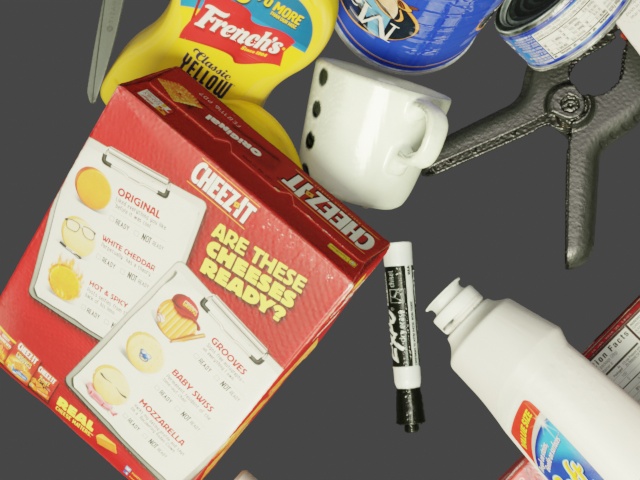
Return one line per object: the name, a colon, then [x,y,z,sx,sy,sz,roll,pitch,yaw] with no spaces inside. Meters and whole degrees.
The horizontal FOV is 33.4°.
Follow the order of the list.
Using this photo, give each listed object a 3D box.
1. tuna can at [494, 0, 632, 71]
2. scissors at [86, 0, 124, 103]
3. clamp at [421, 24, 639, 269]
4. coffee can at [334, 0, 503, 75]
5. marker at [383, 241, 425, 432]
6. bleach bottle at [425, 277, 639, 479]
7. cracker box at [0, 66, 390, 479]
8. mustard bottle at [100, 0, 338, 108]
tuna can: [0.145,-0.145,0.634,0.033,0.086,0.086,39,91,-21]
scissors: [-0.147,-0.201,0.711,0.096,0.016,0.202,27,90,7]
clamp: [0.159,-0.069,0.666,0.120,0.039,0.171,43,91,7]
coffee can: [0.066,-0.168,0.617,0.102,0.140,0.103,2,77,-10]
marker: [0.053,0.061,0.680,0.020,0.020,0.121,-5,87,4]
bleach bottle: [0.157,0.121,0.607,0.068,0.103,0.251,-41,78,-20]
cracker box: [-0.086,0.033,0.624,0.164,0.072,0.214,40,120,5]
mustard bottle: [-0.045,-0.132,0.632,0.096,0.058,0.192,34,122,-13]
